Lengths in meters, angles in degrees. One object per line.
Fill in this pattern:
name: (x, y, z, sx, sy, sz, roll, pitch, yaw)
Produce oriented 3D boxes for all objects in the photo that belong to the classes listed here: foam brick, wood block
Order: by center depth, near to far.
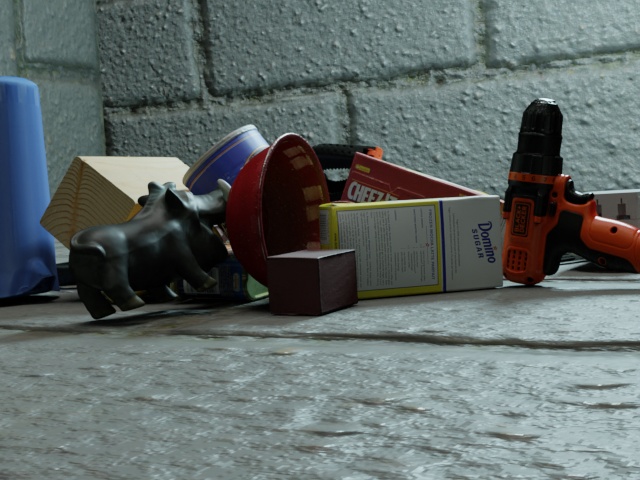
foam brick: (-0.006, 0.036, 0.952, 0.053, 0.051, 0.078, 0, 5, 28)
wood block: (-0.205, -0.035, 1.200, 0.090, 0.091, 0.205, 37, 16, 16)

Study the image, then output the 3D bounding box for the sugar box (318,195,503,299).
sugar box: (0.089, 0.006, 1.042, 0.176, 0.093, 0.048, -3, 3, -18)

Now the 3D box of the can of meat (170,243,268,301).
can of meat: (-0.093, 0.031, 1.087, 0.084, 0.057, 0.102, 1, 5, 21)

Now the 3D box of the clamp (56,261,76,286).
clamp: (-0.267, 0.037, 1.299, 0.171, 0.039, 0.120, -9, -2, 8)

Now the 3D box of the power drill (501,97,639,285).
power drill: (0.265, -0.038, 1.015, 0.188, 0.184, 0.057, 11, 10, 35)

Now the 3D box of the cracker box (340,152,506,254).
cracker box: (0.143, -0.032, 1.231, 0.164, 0.072, 0.213, 21, 5, 28)

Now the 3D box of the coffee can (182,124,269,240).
coffee can: (-0.070, -0.042, 1.180, 0.103, 0.140, 0.103, -39, -5, -5)

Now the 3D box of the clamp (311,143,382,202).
clamp: (-0.020, -0.073, 1.297, 0.210, 0.036, 0.164, -27, -55, 38)

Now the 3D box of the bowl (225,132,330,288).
bowl: (-0.045, -0.020, 1.011, 0.055, 0.162, 0.161, -3, 3, 24)

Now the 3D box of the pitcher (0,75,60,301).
pitcher: (-0.370, -0.054, 1.182, 0.149, 0.243, 0.145, -3, 1, -10)
